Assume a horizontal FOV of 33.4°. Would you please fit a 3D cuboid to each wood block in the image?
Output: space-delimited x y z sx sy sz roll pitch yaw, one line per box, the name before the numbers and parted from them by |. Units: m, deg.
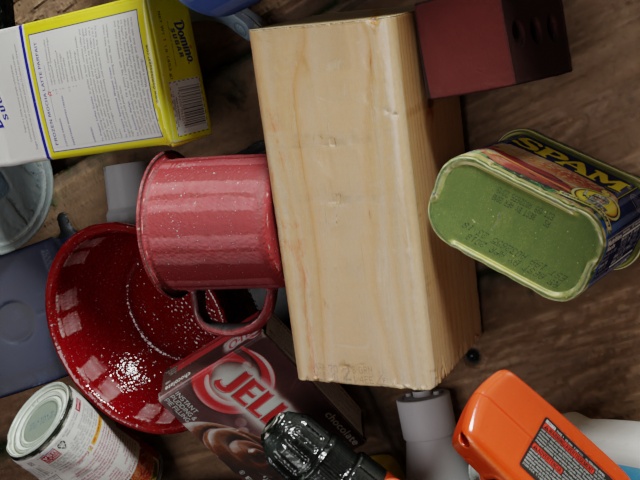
wood block | 0.031 -0.028 0.623 0.090 0.090 0.206 1 107 28

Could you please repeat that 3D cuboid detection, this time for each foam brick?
foam brick | 0.094 -0.109 0.576 0.051 0.078 0.053 -4 101 36

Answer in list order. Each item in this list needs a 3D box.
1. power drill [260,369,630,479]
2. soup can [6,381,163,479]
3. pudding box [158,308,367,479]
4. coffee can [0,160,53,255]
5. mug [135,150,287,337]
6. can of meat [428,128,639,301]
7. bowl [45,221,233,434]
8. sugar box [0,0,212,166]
power drill | 0.067 0.141 0.601 0.184 0.057 0.188 41 143 -2
soup can | -0.179 0.162 0.814 0.069 0.068 0.102 -18 131 36
pudding box | -0.037 0.109 0.709 0.090 0.039 0.113 -33 116 20
coffee can | -0.291 -0.047 0.829 0.141 0.102 0.103 8 108 40
mug | -0.054 0.001 0.653 0.082 0.093 0.117 -2 89 20
can of meat | 0.119 -0.015 0.581 0.102 0.083 0.057 29 118 25
bowl | -0.120 0.057 0.775 0.162 0.055 0.162 10 112 25
sugar box | -0.157 -0.102 0.703 0.177 0.048 0.093 -1 103 37
